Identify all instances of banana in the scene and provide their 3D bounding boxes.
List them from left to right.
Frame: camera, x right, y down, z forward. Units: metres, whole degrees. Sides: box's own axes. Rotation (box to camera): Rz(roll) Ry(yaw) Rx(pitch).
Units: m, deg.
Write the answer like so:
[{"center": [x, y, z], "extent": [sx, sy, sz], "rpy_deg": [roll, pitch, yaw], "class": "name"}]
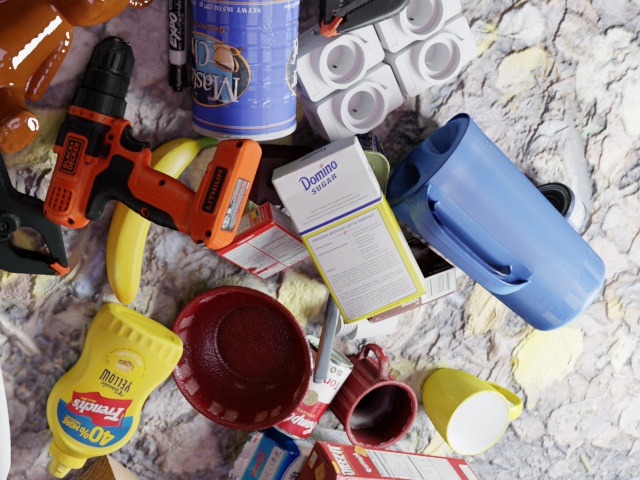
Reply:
[{"center": [-0.173, -0.027, 1.073], "extent": [0.069, 0.037, 0.198], "rpy_deg": [26, 99, -31], "class": "banana"}]

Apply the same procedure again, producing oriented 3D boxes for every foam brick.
[{"center": [-0.039, -0.069, 1.112], "extent": [0.078, 0.051, 0.053], "rpy_deg": [-1, 112, -25], "class": "foam brick"}]

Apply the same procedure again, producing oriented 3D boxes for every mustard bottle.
[{"center": [-0.230, 0.166, 1.116], "extent": [0.096, 0.058, 0.192], "rpy_deg": [30, 98, -16], "class": "mustard bottle"}]

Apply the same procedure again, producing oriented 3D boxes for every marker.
[{"center": [-0.136, -0.202, 1.024], "extent": [0.020, 0.020, 0.121], "rpy_deg": [-7, 115, -23], "class": "marker"}]

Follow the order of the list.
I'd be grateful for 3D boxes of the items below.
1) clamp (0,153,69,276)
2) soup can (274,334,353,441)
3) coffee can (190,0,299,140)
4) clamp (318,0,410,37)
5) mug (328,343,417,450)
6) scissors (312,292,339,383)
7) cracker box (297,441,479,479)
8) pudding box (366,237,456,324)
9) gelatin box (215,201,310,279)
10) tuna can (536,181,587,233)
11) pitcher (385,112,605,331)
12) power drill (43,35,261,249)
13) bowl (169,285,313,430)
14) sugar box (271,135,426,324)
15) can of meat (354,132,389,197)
[{"center": [-0.314, -0.017, 1.010], "extent": [0.120, 0.039, 0.171], "rpy_deg": [-34, 120, 4], "class": "clamp"}, {"center": [-0.017, 0.168, 1.218], "extent": [0.068, 0.069, 0.102], "rpy_deg": [29, 97, -33], "class": "soup can"}, {"center": [-0.072, -0.176, 1.017], "extent": [0.102, 0.103, 0.140], "rpy_deg": [-8, 115, -23], "class": "coffee can"}, {"center": [0.059, -0.290, 1.033], "extent": [0.164, 0.036, 0.210], "rpy_deg": [44, 83, -9], "class": "clamp"}, {"center": [0.055, 0.175, 1.248], "extent": [0.093, 0.082, 0.117], "rpy_deg": [-4, 114, -25], "class": "mug"}, {"center": [0.014, 0.070, 1.169], "extent": [0.016, 0.201, 0.096], "rpy_deg": [12, 144, -1], "class": "scissors"}, {"center": [0.066, 0.328, 1.235], "extent": [0.213, 0.072, 0.164], "rpy_deg": [13, 110, -29], "class": "cracker box"}, {"center": [0.083, 0.043, 1.198], "extent": [0.113, 0.090, 0.039], "rpy_deg": [-17, 120, -19], "class": "pudding box"}, {"center": [-0.057, 0.001, 1.117], "extent": [0.073, 0.030, 0.089], "rpy_deg": [-28, 146, 22], "class": "gelatin box"}, {"center": [0.268, -0.027, 1.260], "extent": [0.086, 0.086, 0.033], "rpy_deg": [-47, 122, 0], "class": "tuna can"}, {"center": [0.189, -0.007, 1.151], "extent": [0.242, 0.145, 0.149], "rpy_deg": [41, 78, -13], "class": "pitcher"}, {"center": [-0.153, -0.082, 0.983], "extent": [0.057, 0.188, 0.184], "rpy_deg": [5, 102, -73], "class": "power drill"}, {"center": [-0.080, 0.119, 1.146], "extent": [0.162, 0.055, 0.162], "rpy_deg": [4, 105, 14], "class": "bowl"}, {"center": [0.030, -0.009, 1.076], "extent": [0.093, 0.048, 0.176], "rpy_deg": [-23, 106, 10], "class": "sugar box"}, {"center": [0.038, -0.058, 1.127], "extent": [0.057, 0.084, 0.102], "rpy_deg": [6, 112, -2], "class": "can of meat"}]
